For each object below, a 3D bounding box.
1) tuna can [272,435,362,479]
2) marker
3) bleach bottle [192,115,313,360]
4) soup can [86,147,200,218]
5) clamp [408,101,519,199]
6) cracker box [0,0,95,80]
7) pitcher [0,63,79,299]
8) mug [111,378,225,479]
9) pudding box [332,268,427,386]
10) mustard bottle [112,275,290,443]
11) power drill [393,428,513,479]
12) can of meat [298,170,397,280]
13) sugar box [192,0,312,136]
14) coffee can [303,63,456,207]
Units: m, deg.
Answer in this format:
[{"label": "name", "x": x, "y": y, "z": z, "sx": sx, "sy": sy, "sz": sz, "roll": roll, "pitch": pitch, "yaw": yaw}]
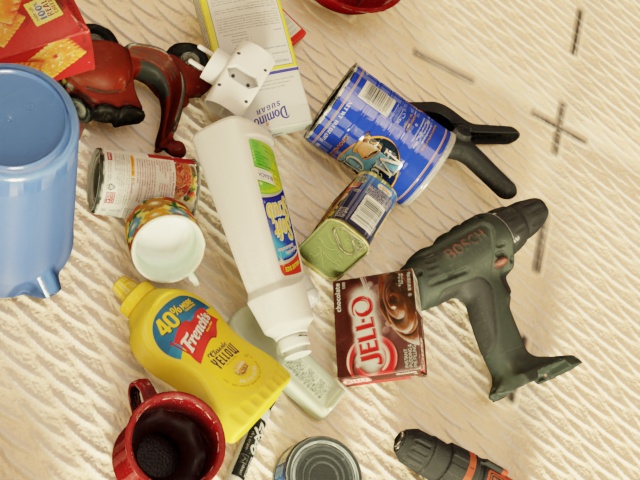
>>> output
[{"label": "tuna can", "x": -0.002, "y": 0.237, "z": 1.054, "sx": 0.086, "sy": 0.034, "sz": 0.086, "roll": 10, "pitch": 64, "yaw": -21}, {"label": "marker", "x": -0.068, "y": 0.194, "z": 1.051, "sx": 0.020, "sy": 0.020, "sz": 0.121, "roll": 29, "pitch": 59, "yaw": -11}, {"label": "bleach bottle", "x": -0.057, "y": 0.001, "z": 1.093, "sx": 0.102, "sy": 0.068, "sz": 0.251, "roll": 23, "pitch": 46, "yaw": -66}, {"label": "soup can", "x": -0.180, "y": -0.055, "z": 1.083, "sx": 0.102, "sy": 0.069, "sz": 0.068, "roll": 6, "pitch": 65, "yaw": -22}, {"label": "clamp", "x": 0.173, "y": -0.128, "z": 1.299, "sx": 0.171, "sy": 0.039, "sz": 0.120, "roll": 31, "pitch": 39, "yaw": -7}, {"label": "cracker box", "x": -0.348, "y": -0.213, "z": 1.031, "sx": 0.213, "sy": 0.072, "sz": 0.164, "roll": -21, "pitch": 66, "yaw": -17}, {"label": "pitcher", "x": -0.281, "y": -0.058, "z": 0.933, "sx": 0.149, "sy": 0.243, "sz": 0.145, "roll": 13, "pitch": 64, "yaw": -12}, {"label": "mug", "x": -0.149, "y": 0.183, "z": 0.981, "sx": 0.093, "sy": 0.082, "sz": 0.117, "roll": -22, "pitch": 78, "yaw": -31}, {"label": "pudding box", "x": 0.062, "y": 0.092, "z": 1.120, "sx": 0.090, "sy": 0.039, "sz": 0.113, "roll": -10, "pitch": 64, "yaw": 15}, {"label": "mustard bottle", "x": -0.126, "y": 0.102, "z": 1.033, "sx": 0.191, "sy": 0.058, "sz": 0.096, "roll": 40, "pitch": 44, "yaw": 7}, {"label": "power drill", "x": 0.133, "y": 0.301, "z": 1.074, "sx": 0.184, "sy": 0.057, "sz": 0.187, "roll": 30, "pitch": 58, "yaw": -10}, {"label": "can of meat", "x": 0.031, "y": -0.017, "z": 1.145, "sx": 0.057, "sy": 0.102, "sz": 0.083, "roll": 38, "pitch": 55, "yaw": -5}, {"label": "sugar box", "x": -0.076, "y": -0.201, "z": 1.186, "sx": 0.093, "sy": 0.048, "sz": 0.176, "roll": -12, "pitch": 87, "yaw": -15}, {"label": "coffee can", "x": 0.067, "y": -0.118, "z": 1.206, "sx": 0.140, "sy": 0.103, "sz": 0.102, "roll": 35, "pitch": 57, "yaw": -7}]
